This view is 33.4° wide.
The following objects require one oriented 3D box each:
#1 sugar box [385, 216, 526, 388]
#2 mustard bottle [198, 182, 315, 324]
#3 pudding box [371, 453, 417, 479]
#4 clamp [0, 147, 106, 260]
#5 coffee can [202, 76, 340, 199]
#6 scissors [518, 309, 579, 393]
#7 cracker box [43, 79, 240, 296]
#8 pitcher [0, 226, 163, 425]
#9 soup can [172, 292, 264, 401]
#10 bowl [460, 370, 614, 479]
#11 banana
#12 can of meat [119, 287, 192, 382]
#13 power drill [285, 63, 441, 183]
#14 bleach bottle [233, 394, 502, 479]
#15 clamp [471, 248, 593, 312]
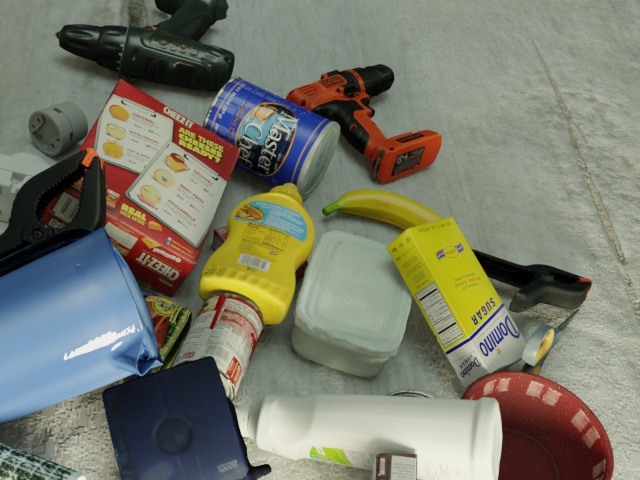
[{"bbox_3d":[0.149,0.064,1.150,0.093,0.048,0.176,-16,70,-49],"label":"sugar box"},{"bbox_3d":[-0.058,0.002,1.149,0.096,0.058,0.191,17,44,4],"label":"mustard bottle"},{"bbox_3d":[0.061,0.251,0.917,0.039,0.113,0.090,3,42,3],"label":"pudding box"},{"bbox_3d":[-0.281,0.000,1.036,0.164,0.036,0.210,20,76,9],"label":"clamp"},{"bbox_3d":[-0.061,-0.125,1.302,0.140,0.103,0.102,26,42,11],"label":"coffee can"},{"bbox_3d":[0.249,0.125,1.183,0.016,0.096,0.201,26,10,22],"label":"scissors"},{"bbox_3d":[-0.194,-0.061,1.184,0.164,0.072,0.213,30,38,-13],"label":"cracker box"},{"bbox_3d":[-0.272,0.087,0.932,0.242,0.149,0.145,-23,93,-9],"label":"pitcher"},{"bbox_3d":[-0.101,0.110,1.054,0.068,0.069,0.102,19,41,2],"label":"soup can"},{"bbox_3d":[0.204,0.208,1.055,0.162,0.055,0.162,10,42,-10],"label":"bowl"},{"bbox_3d":[0.103,-0.020,1.296,0.198,0.037,0.069,20,60,6],"label":"banana"},{"bbox_3d":[-0.183,0.094,1.053,0.084,0.057,0.102,23,41,3],"label":"can of meat"},{"bbox_3d":[0.072,-0.163,1.427,0.184,0.057,0.188,-24,53,-33],"label":"power drill"},{"bbox_3d":[0.036,0.174,0.975,0.251,0.102,0.068,4,60,15],"label":"bleach bottle"},{"bbox_3d":[0.243,0.046,1.247,0.171,0.039,0.120,5,31,-41],"label":"clamp"}]
